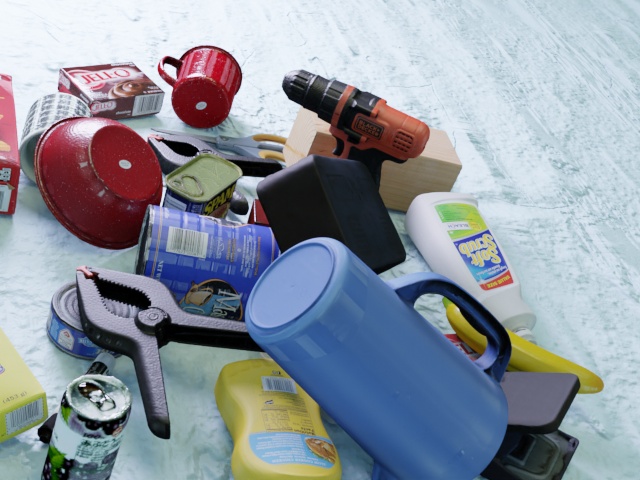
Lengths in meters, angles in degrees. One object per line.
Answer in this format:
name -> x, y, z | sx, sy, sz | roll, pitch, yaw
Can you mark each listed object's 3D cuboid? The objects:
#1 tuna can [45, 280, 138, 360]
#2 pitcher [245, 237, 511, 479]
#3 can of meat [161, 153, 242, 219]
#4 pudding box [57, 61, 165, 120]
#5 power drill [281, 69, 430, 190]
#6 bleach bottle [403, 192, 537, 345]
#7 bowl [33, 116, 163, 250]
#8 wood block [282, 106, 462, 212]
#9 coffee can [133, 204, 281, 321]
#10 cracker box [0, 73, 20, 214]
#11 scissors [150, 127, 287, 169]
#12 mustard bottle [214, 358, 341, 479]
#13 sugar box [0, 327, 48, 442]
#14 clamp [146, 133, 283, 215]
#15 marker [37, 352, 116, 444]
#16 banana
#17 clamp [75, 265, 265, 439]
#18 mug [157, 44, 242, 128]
tuna can -> -0.219, 0.075, 1.031 | 0.086, 0.034, 0.086 | 14, 32, -9
pitcher -> 0.055, 0.100, 0.930 | 0.242, 0.145, 0.149 | 45, 42, -31
can of meat -> -0.139, -0.039, 1.198 | 0.057, 0.084, 0.102 | 28, 33, 12
pudding box -> -0.276, -0.197, 1.407 | 0.113, 0.039, 0.090 | -12, 43, -40
power drill -> 0.018, -0.096, 1.273 | 0.184, 0.188, 0.057 | 26, 34, 8
bleach bottle -> 0.193, 0.042, 1.278 | 0.102, 0.068, 0.251 | 0, 39, -27
bowl -> -0.226, -0.074, 1.158 | 0.161, 0.055, 0.162 | 25, 51, -36
wood block -> 0.067, -0.106, 1.392 | 0.205, 0.090, 0.091 | 11, 35, -20
coffee can -> -0.116, 0.026, 1.096 | 0.140, 0.103, 0.103 | 10, 33, -14
cracker box -> -0.422, -0.120, 1.182 | 0.164, 0.072, 0.214 | 5, 34, -22
scissors -> -0.114, -0.117, 1.396 | 0.201, 0.016, 0.096 | -1, 37, -28
mustard bottle -> -0.032, 0.187, 0.938 | 0.096, 0.058, 0.192 | 10, 33, -23
sugar box -> -0.315, 0.103, 0.915 | 0.093, 0.048, 0.176 | -23, 52, -32
clamp -> -0.133, -0.095, 1.329 | 0.171, 0.039, 0.120 | 29, 32, 16
marker -> -0.216, 0.140, 0.949 | 0.020, 0.020, 0.121 | 23, 32, 5
banana -> 0.211, 0.115, 1.142 | 0.198, 0.037, 0.069 | 31, 32, 13
clamp -> -0.144, 0.081, 0.984 | 0.164, 0.036, 0.210 | -26, 50, -37
mug -> -0.165, -0.209, 1.433 | 0.117, 0.093, 0.081 | 30, 34, -17
